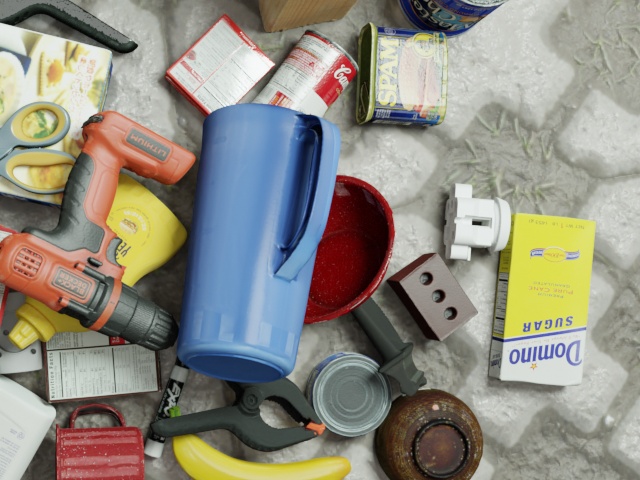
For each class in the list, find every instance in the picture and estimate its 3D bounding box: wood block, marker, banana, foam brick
[{"bbox_3d":[-0.007,-0.270,1.016,0.090,0.206,0.090,-13,91,-11],"label":"wood block"},{"bbox_3d":[-0.150,0.158,1.074,0.020,0.020,0.121,20,85,-9],"label":"marker"},{"bbox_3d":[-0.068,0.228,1.071,0.197,0.037,0.070,19,98,-13],"label":"banana"},{"bbox_3d":[0.115,0.058,1.105,0.053,0.051,0.078,-36,94,-9],"label":"foam brick"}]

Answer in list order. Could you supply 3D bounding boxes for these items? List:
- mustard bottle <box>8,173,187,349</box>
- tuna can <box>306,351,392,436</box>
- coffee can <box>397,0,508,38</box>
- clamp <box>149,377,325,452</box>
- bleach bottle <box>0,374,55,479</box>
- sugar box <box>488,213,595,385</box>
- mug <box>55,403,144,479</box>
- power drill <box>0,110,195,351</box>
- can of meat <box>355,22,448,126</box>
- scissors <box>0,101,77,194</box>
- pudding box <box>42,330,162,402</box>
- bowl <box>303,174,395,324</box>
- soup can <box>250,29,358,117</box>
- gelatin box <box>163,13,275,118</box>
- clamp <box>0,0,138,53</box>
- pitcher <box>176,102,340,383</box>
[{"bbox_3d":[-0.224,0.030,1.022,0.096,0.058,0.191,44,66,-3],"label":"mustard bottle"},{"bbox_3d":[0.030,0.158,1.096,0.086,0.034,0.086,0,88,-10],"label":"tuna can"},{"bbox_3d":[0.141,-0.269,1.073,0.102,0.140,0.103,0,88,-10],"label":"coffee can"},{"bbox_3d":[-0.082,0.167,1.051,0.171,0.039,0.120,31,71,-7],"label":"clamp"},{"bbox_3d":[-0.359,0.248,1.016,0.102,0.068,0.251,32,86,-5],"label":"bleach bottle"},{"bbox_3d":[0.234,0.063,1.128,0.093,0.048,0.176,5,86,-9],"label":"sugar box"},{"bbox_3d":[-0.215,0.212,1.034,0.081,0.093,0.117,0,52,-14],"label":"mug"},{"bbox_3d":[-0.184,-0.009,0.978,0.184,0.057,0.187,30,70,-27],"label":"power drill"},{"bbox_3d":[0.084,-0.169,1.104,0.083,0.057,0.102,3,89,-12],"label":"can of meat"},{"bbox_3d":[-0.318,-0.091,0.987,0.201,0.016,0.096,9,87,-10],"label":"scissors"},{"bbox_3d":[-0.215,0.111,1.055,0.113,0.039,0.090,-4,87,-8],"label":"pudding box"},{"bbox_3d":[0.009,0.017,1.063,0.162,0.055,0.162,-13,59,22],"label":"bowl"},{"bbox_3d":[-0.018,-0.153,1.080,0.068,0.068,0.102,38,83,-7],"label":"soup can"},{"bbox_3d":[-0.103,-0.173,1.086,0.073,0.030,0.089,44,82,-7],"label":"gelatin box"},{"bbox_3d":[-0.283,-0.251,1.054,0.210,0.036,0.164,-13,90,-8],"label":"clamp"},{"bbox_3d":[-0.056,0.001,0.989,0.145,0.149,0.243,4,68,7],"label":"pitcher"}]
